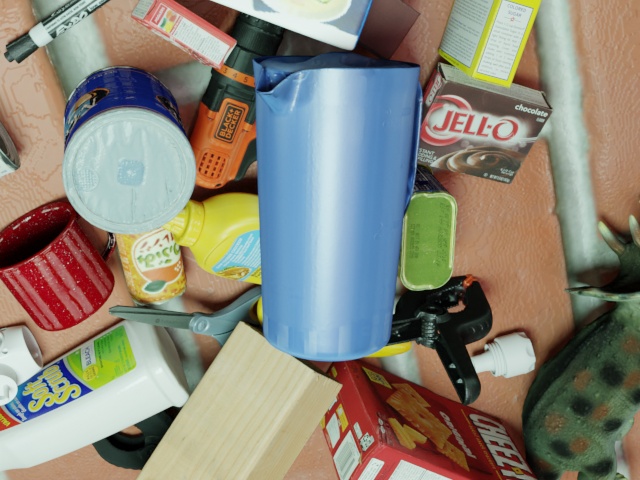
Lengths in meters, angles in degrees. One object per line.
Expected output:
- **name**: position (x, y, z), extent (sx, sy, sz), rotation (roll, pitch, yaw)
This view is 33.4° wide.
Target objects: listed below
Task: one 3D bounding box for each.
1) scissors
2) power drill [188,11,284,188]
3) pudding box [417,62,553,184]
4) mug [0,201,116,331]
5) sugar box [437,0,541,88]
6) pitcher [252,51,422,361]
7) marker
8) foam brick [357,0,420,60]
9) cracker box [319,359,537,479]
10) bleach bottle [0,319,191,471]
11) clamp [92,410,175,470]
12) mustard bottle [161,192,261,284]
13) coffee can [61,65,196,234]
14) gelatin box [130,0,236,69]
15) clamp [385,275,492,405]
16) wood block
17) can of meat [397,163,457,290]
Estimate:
- **scissors**: position (-0.097, 0.063, 0.992), extent (0.201, 0.016, 0.096), rotation (34, 91, -44)
- **power drill**: position (-0.013, -0.113, 0.950), extent (0.187, 0.057, 0.184), rotation (19, 108, -17)
- **pudding box**: position (0.142, -0.106, 0.983), extent (0.113, 0.039, 0.090), rotation (11, 130, -18)
- **mug**: position (-0.228, 0.018, 0.946), extent (0.117, 0.093, 0.081), rotation (-48, 125, -28)
- **sugar box**: position (0.160, -0.229, 0.917), extent (0.048, 0.093, 0.176), rotation (13, 110, -20)
- **pitcher**: position (0.016, -0.033, 0.879), extent (0.149, 0.145, 0.243), rotation (1, 104, -5)
- **marker**: position (-0.213, -0.186, 0.892), extent (0.121, 0.020, 0.020), rotation (-34, 116, 3)
- **foam brick**: position (0.036, -0.200, 0.924), extent (0.078, 0.053, 0.051), rotation (29, 104, -23)
- **cracker box**: position (0.109, 0.210, 1.054), extent (0.213, 0.164, 0.072), rotation (25, 107, -21)
- **bleach bottle**: position (-0.249, 0.162, 0.986), extent (0.251, 0.103, 0.068), rotation (-29, 129, 0)
- **clamp**: position (-0.153, 0.194, 1.050), extent (0.171, 0.039, 0.120), rotation (35, 102, -19)
- **mustard bottle**: position (-0.056, 0.001, 0.964), extent (0.191, 0.058, 0.096), rotation (15, 141, -27)
- **coffee can**: position (-0.161, -0.078, 0.882), extent (0.102, 0.140, 0.103), rotation (-5, 114, -11)
- **gelatin box**: position (-0.115, -0.174, 0.880), extent (0.073, 0.089, 0.030), rotation (30, 93, -22)
- **clamp**: position (0.093, 0.080, 1.001), extent (0.165, 0.209, 0.036), rotation (12, 115, 20)
- **wood block**: position (-0.081, 0.189, 0.976), extent (0.206, 0.090, 0.090), rotation (-57, 156, -3)
- **can of meat**: position (0.089, -0.014, 0.998), extent (0.057, 0.084, 0.102), rotation (-5, 114, -11)
